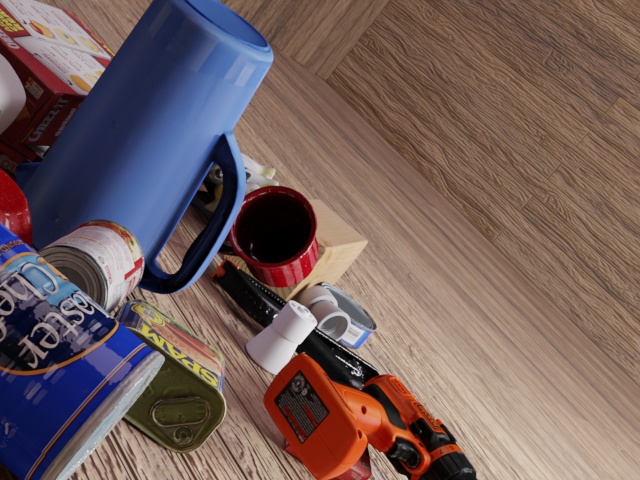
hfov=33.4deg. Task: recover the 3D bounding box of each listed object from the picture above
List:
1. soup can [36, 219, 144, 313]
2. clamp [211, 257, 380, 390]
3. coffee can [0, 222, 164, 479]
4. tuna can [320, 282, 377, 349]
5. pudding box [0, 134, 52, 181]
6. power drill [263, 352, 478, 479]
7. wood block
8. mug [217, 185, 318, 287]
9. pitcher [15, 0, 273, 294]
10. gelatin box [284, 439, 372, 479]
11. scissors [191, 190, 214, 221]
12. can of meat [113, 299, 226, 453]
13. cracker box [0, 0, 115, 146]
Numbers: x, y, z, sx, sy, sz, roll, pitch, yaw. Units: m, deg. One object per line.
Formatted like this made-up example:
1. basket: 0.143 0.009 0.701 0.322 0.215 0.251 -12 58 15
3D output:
1. soup can: -0.178 0.026 0.805 0.068 0.068 0.102 39 12 -3
2. clamp: -0.026 0.093 1.090 0.210 0.036 0.164 38 3 2
3. coffee can: -0.174 0.061 0.600 0.140 0.103 0.102 40 12 1
4. tuna can: 0.025 0.091 1.278 0.086 0.034 0.086 37 12 -9
5. pudding box: -0.296 -0.103 1.001 0.090 0.039 0.113 37 14 -14
6. power drill: 0.052 0.169 0.872 0.187 0.057 0.185 27 15 -47
7. wood block: -0.025 0.011 1.288 0.091 0.090 0.206 42 12 10
8. mug: -0.057 0.001 1.131 0.081 0.117 0.093 75 10 -67
9. pitcher: -0.138 -0.082 0.901 0.149 0.243 0.145 24 22 -34
10. gelatin box: 0.007 0.172 0.924 0.073 0.030 0.089 37 11 -9
11. scissors: -0.158 -0.052 1.291 0.201 0.016 0.096 28 17 -45
12. can of meat: -0.117 0.094 0.772 0.102 0.057 0.084 38 9 -10
13. cracker box: -0.266 -0.162 1.024 0.164 0.072 0.213 44 16 12
